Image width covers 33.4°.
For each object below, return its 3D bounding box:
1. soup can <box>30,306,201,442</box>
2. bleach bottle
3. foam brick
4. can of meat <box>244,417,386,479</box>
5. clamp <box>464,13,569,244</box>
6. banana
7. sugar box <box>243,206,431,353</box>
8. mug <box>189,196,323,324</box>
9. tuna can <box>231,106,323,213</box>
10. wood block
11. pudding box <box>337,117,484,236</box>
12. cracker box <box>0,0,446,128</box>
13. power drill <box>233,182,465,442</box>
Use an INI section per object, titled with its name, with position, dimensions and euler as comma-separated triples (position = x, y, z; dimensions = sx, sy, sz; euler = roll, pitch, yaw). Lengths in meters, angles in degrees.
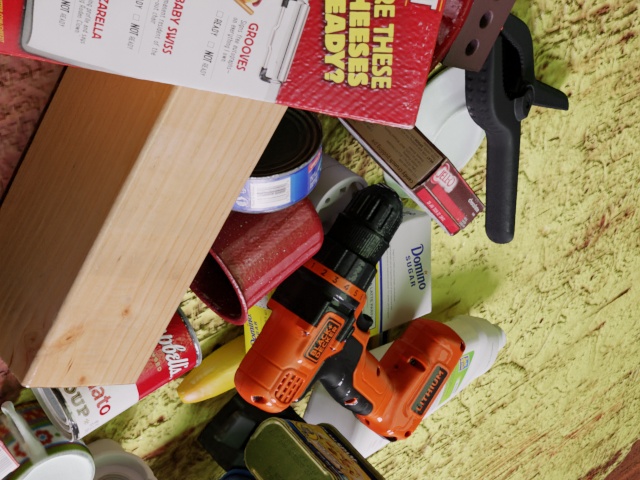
[soup can]
position = -0.142, 0.082, 0.726
dimensions = 0.102, 0.069, 0.068
euler = -31, 143, -26
[bleach bottle]
position = 0.095, 0.134, 1.031
dimensions = 0.250, 0.068, 0.103
euler = -17, 135, -44
[foam brick]
position = 0.102, -0.170, 0.771
dimensions = 0.052, 0.051, 0.078
euler = -2, 124, -49
[can of meat]
position = -0.004, 0.194, 0.883
dimensions = 0.057, 0.102, 0.083
euler = -54, 146, 8
[clamp]
position = 0.152, -0.105, 0.874
dimensions = 0.209, 0.036, 0.164
euler = 50, 57, -53
[banana]
position = -0.032, 0.096, 0.897
dimensions = 0.197, 0.037, 0.070
euler = -4, 125, -48
[sugar box]
position = 0.017, 0.036, 0.865
dimensions = 0.175, 0.048, 0.093
euler = -18, 114, -41
[mug]
position = -0.055, 0.001, 0.739
dimensions = 0.081, 0.093, 0.117
euler = -39, 172, -23
[tuna can]
position = -0.041, -0.057, 0.687
dimensions = 0.086, 0.086, 0.034
euler = -30, 144, -27
[wood block]
position = -0.118, -0.022, 0.629
dimensions = 0.090, 0.091, 0.206
euler = 8, 117, -52
[pudding box]
position = 0.062, -0.063, 0.775
dimensions = 0.039, 0.114, 0.090
euler = -44, 147, 3
[cracker box]
position = -0.044, -0.154, 0.493
dimensions = 0.213, 0.072, 0.164
euler = 10, 127, -2
[power drill]
position = 0.037, 0.066, 0.817
dimensions = 0.184, 0.057, 0.187
euler = -55, 136, -2
